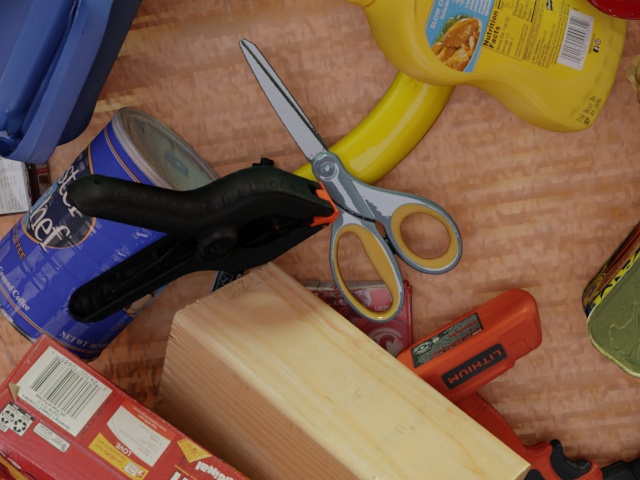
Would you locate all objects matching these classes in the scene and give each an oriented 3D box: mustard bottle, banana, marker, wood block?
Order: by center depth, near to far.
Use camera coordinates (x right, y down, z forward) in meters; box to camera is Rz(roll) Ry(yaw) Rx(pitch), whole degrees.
[{"bbox_3d":[0.086,-0.134,0.625,0.191,0.058,0.096,16,88,-23],"label":"mustard bottle"},{"bbox_3d":[0.006,0.117,0.640,0.206,0.090,0.091,38,133,24],"label":"wood block"},{"bbox_3d":[0.039,-0.085,0.693,0.069,0.037,0.198,31,107,-4],"label":"banana"},{"bbox_3d":[-0.055,0.001,0.734,0.020,0.020,0.121,20,102,5],"label":"marker"}]

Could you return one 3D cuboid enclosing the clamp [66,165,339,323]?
[{"bbox_3d":[-0.075,0.000,0.639,0.120,0.171,0.039,-59,44,49],"label":"clamp"}]

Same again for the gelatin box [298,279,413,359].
[{"bbox_3d":[0.019,0.065,0.726,0.089,0.030,0.073,-1,99,10],"label":"gelatin box"}]

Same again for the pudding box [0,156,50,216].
[{"bbox_3d":[-0.251,-0.058,0.747,0.113,0.039,0.090,-5,99,12],"label":"pudding box"}]

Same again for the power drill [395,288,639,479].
[{"bbox_3d":[0.146,0.128,0.691,0.184,0.057,0.187,-30,101,6],"label":"power drill"}]

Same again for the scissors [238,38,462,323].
[{"bbox_3d":[0.025,-0.045,0.678,0.096,0.016,0.202,-17,101,7],"label":"scissors"}]

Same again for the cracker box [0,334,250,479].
[{"bbox_3d":[-0.133,0.165,0.679,0.164,0.214,0.072,35,61,3],"label":"cracker box"}]

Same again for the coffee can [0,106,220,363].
[{"bbox_3d":[-0.139,-0.003,0.704,0.103,0.102,0.140,46,103,0],"label":"coffee can"}]

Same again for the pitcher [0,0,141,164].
[{"bbox_3d":[-0.150,-0.172,0.617,0.149,0.144,0.243,39,125,2],"label":"pitcher"}]
